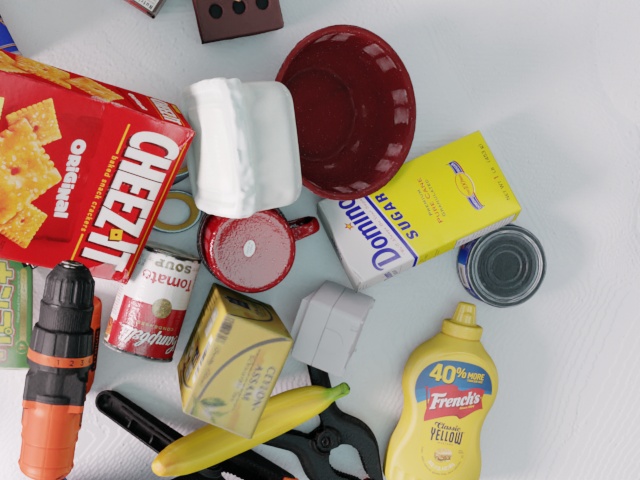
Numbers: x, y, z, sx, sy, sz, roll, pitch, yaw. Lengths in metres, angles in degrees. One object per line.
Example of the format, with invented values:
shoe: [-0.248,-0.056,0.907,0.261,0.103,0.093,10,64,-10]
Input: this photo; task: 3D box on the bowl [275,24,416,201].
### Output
bowl: [0.011,-0.119,1.002,0.161,0.055,0.162,-4,97,-32]

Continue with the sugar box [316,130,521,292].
sugar box: [0.094,-0.028,1.033,0.176,0.048,0.093,-24,76,-9]

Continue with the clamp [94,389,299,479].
clamp: [-0.119,0.213,1.016,0.209,0.165,0.036,14,120,-31]

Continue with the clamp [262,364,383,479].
clamp: [-0.008,0.199,1.062,0.120,0.039,0.171,-36,94,3]

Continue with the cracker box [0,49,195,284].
cracker box: [-0.238,-0.063,0.914,0.213,0.072,0.164,15,111,-32]

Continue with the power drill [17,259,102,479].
power drill: [-0.226,0.096,0.937,0.057,0.188,0.184,10,97,-9]

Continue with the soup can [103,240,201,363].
soup can: [-0.157,0.056,1.005,0.068,0.068,0.102,17,93,-11]

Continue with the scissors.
scissors: [-0.201,-0.025,1.014,0.202,0.016,0.096,-27,106,1]

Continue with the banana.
banana: [-0.069,0.173,0.995,0.197,0.070,0.037,-22,72,-21]

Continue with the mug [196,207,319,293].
mug: [-0.057,0.001,1.007,0.117,0.081,0.093,-15,99,-7]

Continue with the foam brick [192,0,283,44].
foam brick: [-0.078,-0.215,0.992,0.078,0.051,0.053,-13,99,-8]

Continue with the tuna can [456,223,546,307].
tuna can: [0.182,0.024,1.073,0.086,0.034,0.086,-1,97,-9]

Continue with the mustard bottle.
mustard bottle: [0.127,0.156,1.068,0.096,0.058,0.192,11,95,-9]
